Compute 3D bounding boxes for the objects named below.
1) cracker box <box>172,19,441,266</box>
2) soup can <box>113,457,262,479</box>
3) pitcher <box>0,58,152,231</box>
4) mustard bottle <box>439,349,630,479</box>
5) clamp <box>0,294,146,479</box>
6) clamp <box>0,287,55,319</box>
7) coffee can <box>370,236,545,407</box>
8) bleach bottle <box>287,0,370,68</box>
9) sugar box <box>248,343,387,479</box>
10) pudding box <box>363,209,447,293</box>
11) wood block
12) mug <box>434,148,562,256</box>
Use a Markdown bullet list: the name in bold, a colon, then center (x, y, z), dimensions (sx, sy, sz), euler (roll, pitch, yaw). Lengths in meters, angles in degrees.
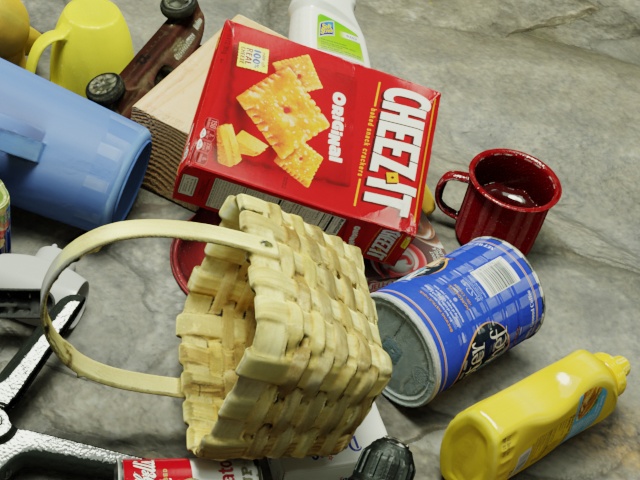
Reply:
- **cracker box**: center (-0.009, -0.089, 0.964), dimensions (0.213, 0.072, 0.164), euler (17, 61, -8)
- **soup can**: center (-0.096, 0.190, 0.769), dimensions (0.102, 0.069, 0.068), euler (1, 44, -14)
- **pitcher**: center (-0.283, -0.095, 0.962), dimensions (0.243, 0.145, 0.149), euler (22, 46, -1)
- **mustard bottle**: center (0.187, 0.138, 0.873), dimensions (0.191, 0.096, 0.058), euler (-22, 53, -32)
- **clamp**: center (-0.243, 0.131, 0.803), dimensions (0.209, 0.036, 0.164), euler (-12, 64, -21)
- **clamp**: center (-0.303, 0.050, 0.854), dimensions (0.172, 0.120, 0.039), euler (0, 79, 28)
- **coffee can**: center (0.110, 0.068, 0.923), dimensions (0.140, 0.103, 0.103), euler (-25, 55, -34)
- **bleach bottle**: center (0.014, -0.171, 1.090), dimensions (0.102, 0.068, 0.251), euler (14, 65, -34)
- **sugar box**: center (-0.010, 0.122, 0.879), dimensions (0.093, 0.048, 0.176), euler (-5, 49, -16)
- **pudding box**: center (0.063, 0.003, 1.026), dimensions (0.090, 0.039, 0.113), euler (-7, 47, -20)
- **wood block**: center (-0.104, -0.134, 1.088), dimensions (0.090, 0.091, 0.205), euler (27, 44, 9)
- **mug**: center (0.170, -0.034, 1.060), dimensions (0.117, 0.082, 0.093), euler (15, 43, 1)
